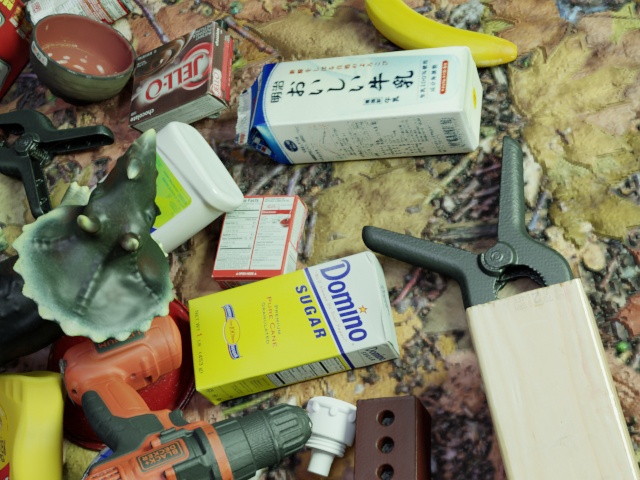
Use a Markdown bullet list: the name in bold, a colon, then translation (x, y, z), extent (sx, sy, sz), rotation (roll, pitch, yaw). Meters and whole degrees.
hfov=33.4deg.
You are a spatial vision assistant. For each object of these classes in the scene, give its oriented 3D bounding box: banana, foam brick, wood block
- **banana**: translation (0.103, -0.214, 1.053), extent (0.069, 0.037, 0.198), rotation (-44, 57, -4)
- **foam brick**: translation (0.058, 0.170, 0.854), extent (0.053, 0.051, 0.078), rotation (-7, 61, 17)
- **wood block**: translation (0.179, 0.145, 0.780), extent (0.090, 0.090, 0.206), rotation (-17, 69, 13)

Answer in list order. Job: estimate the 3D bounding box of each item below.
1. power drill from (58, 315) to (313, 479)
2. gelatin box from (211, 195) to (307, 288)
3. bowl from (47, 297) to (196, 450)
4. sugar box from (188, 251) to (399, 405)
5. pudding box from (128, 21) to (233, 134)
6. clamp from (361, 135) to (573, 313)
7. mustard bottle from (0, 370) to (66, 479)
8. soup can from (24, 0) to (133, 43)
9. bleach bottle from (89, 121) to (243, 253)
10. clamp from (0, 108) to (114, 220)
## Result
- **power drill**: translation (-0.119, 0.135, 0.851), extent (0.184, 0.057, 0.188), rotation (-19, 35, -18)
- **gelatin box**: translation (-0.057, 0.001, 1.002), extent (0.073, 0.030, 0.089), rotation (-1, 63, 22)
- **bowl**: translation (-0.192, 0.108, 0.981), extent (0.162, 0.055, 0.162), rotation (-9, 61, 16)
- **sugar box**: translation (-0.026, 0.077, 0.940), extent (0.176, 0.048, 0.093), rotation (-18, 59, 13)
- **pudding box**: translation (-0.143, -0.164, 1.102), extent (0.114, 0.039, 0.090), rotation (-19, 56, 33)
- **clamp**: translation (0.140, 0.023, 0.910), extent (0.164, 0.036, 0.210), rotation (-28, 59, 2)
- **mustard bottle**: translation (-0.252, 0.210, 0.921), extent (0.096, 0.058, 0.191), rotation (-6, 83, 60)
- **soup can**: translation (-0.271, -0.262, 1.201), extent (0.102, 0.068, 0.068), rotation (-30, 57, 4)
- **bleach bottle**: translation (-0.198, 0.000, 1.019), extent (0.251, 0.068, 0.102), rotation (-38, 78, 15)
- **clamp**: translation (-0.308, -0.086, 1.139), extent (0.172, 0.039, 0.120), rotation (17, 66, 34)
